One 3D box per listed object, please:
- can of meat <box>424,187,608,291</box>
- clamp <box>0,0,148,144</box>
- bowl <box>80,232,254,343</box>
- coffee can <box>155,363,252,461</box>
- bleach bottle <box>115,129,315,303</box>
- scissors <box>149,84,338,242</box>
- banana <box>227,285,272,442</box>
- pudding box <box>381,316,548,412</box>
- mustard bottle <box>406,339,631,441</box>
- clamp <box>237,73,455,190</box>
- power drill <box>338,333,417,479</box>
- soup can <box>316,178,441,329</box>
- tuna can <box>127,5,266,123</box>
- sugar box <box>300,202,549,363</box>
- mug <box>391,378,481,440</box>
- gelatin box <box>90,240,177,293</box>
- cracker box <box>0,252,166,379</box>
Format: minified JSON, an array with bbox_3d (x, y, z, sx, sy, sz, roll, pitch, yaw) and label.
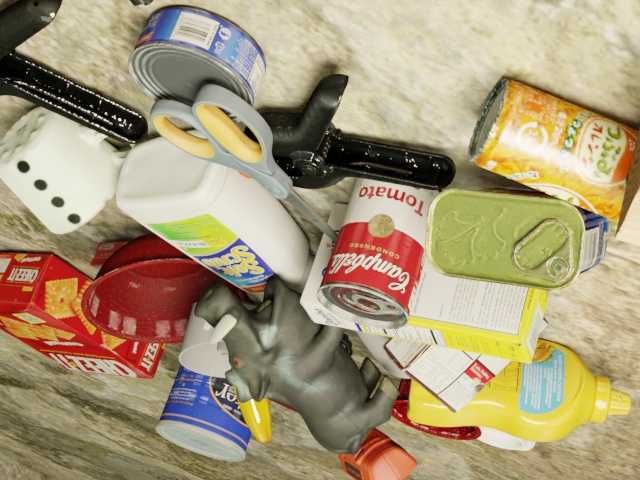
[{"bbox_3d":[0.132,-0.005,0.701,0.102,0.057,0.083,7,-172,27],"label":"can of meat"},{"bbox_3d":[-0.238,-0.136,0.763,0.210,0.036,0.164,14,156,13],"label":"clamp"},{"bbox_3d":[-0.144,0.038,1.008,0.162,0.055,0.162,-5,149,-3],"label":"bowl"},{"bbox_3d":[-0.110,0.160,1.181,0.103,0.140,0.103,16,156,7],"label":"coffee can"},{"bbox_3d":[-0.056,0.001,0.895,0.103,0.068,0.250,-6,150,31],"label":"bleach bottle"},{"bbox_3d":[-0.050,-0.046,0.754,0.096,0.016,0.201,9,155,26],"label":"scissors"},{"bbox_3d":[-0.080,0.114,1.096,0.037,0.070,0.198,-12,117,-9],"label":"banana"},{"bbox_3d":[0.119,0.077,0.868,0.090,0.113,0.039,42,-176,-40],"label":"pudding box"},{"bbox_3d":[0.177,0.129,0.945,0.191,0.096,0.058,8,136,7],"label":"mustard bottle"},{"bbox_3d":[0.008,-0.060,0.739,0.120,0.039,0.172,36,158,-24],"label":"clamp"},{"bbox_3d":[0.021,0.151,1.037,0.187,0.057,0.185,61,167,-12],"label":"power drill"},{"bbox_3d":[0.045,0.004,0.771,0.068,0.102,0.068,16,157,7],"label":"soup can"},{"bbox_3d":[-0.079,-0.113,0.695,0.086,0.033,0.086,16,157,7],"label":"tuna can"},{"bbox_3d":[0.082,0.030,0.812,0.176,0.093,0.048,9,154,25],"label":"sugar box"},{"bbox_3d":[0.121,0.143,1.040,0.093,0.081,0.117,13,156,13],"label":"mug"},{"bbox_3d":[-0.179,0.032,1.095,0.073,0.030,0.089,-3,148,44],"label":"gelatin box"},{"bbox_3d":[-0.311,0.091,1.272,0.164,0.072,0.213,1,151,37],"label":"cracker box"}]
